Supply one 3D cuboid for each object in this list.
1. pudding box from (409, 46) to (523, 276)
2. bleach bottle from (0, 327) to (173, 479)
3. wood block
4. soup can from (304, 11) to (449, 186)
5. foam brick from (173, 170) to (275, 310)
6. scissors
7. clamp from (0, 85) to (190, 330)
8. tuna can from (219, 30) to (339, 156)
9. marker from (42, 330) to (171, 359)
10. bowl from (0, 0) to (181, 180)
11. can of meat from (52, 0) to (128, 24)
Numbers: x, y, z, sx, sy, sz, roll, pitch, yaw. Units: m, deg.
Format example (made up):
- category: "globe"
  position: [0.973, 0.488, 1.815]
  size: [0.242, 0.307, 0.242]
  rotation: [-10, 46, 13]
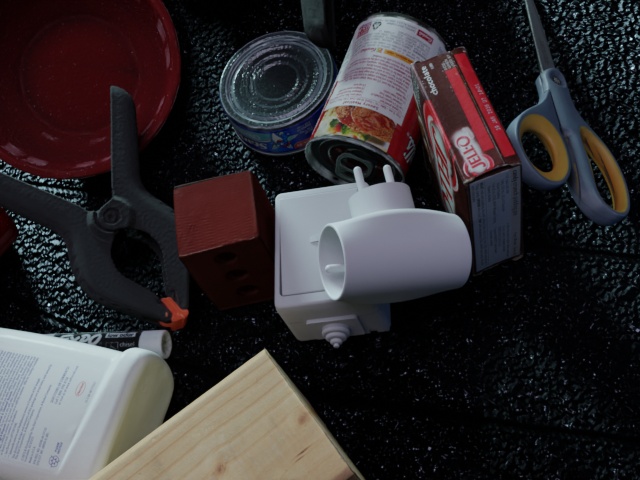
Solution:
- category: "pudding box"
  position: [0.088, -0.045, 0.635]
  size: [0.039, 0.113, 0.090]
  rotation: [-20, 59, 2]
- category: "bleach bottle"
  position: [-0.226, 0.092, 0.676]
  size: [0.251, 0.068, 0.102]
  rotation: [13, 68, 18]
- category: "wood block"
  position: [-0.079, 0.167, 0.586]
  size: [0.206, 0.090, 0.090]
  rotation: [-37, 59, -4]
- category: "soup can"
  position: [0.038, -0.090, 0.701]
  size: [0.069, 0.068, 0.102]
  rotation: [12, 66, 22]
- category: "foam brick"
  position: [-0.054, 0.001, 0.675]
  size: [0.053, 0.078, 0.051]
  rotation: [-13, 58, 9]
- category: "scissors"
  position: [0.135, -0.095, 0.676]
  size: [0.016, 0.096, 0.202]
  rotation: [-48, 49, 41]
- category: "clamp"
  position: [-0.148, -0.010, 0.700]
  size: [0.120, 0.039, 0.171]
  rotation: [-26, 75, -9]
- category: "tuna can"
  position: [-0.027, -0.104, 0.748]
  size: [0.086, 0.033, 0.086]
  rotation: [-7, 61, 13]
- category: "marker"
  position: [-0.157, 0.070, 0.703]
  size: [0.121, 0.020, 0.020]
  rotation: [-3, 62, 15]
- category: "bowl"
  position: [-0.178, -0.123, 0.769]
  size: [0.162, 0.055, 0.162]
  rotation: [0, 90, -1]
- category: "can of meat"
  position: [-0.182, -0.205, 0.836]
  size: [0.084, 0.057, 0.102]
  rotation: [-7, 61, 15]
